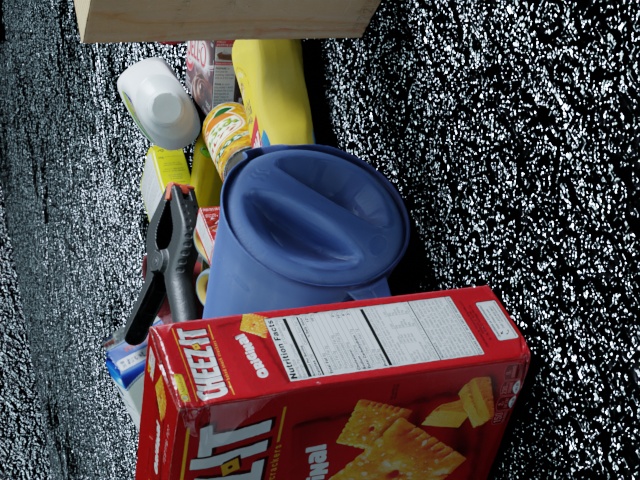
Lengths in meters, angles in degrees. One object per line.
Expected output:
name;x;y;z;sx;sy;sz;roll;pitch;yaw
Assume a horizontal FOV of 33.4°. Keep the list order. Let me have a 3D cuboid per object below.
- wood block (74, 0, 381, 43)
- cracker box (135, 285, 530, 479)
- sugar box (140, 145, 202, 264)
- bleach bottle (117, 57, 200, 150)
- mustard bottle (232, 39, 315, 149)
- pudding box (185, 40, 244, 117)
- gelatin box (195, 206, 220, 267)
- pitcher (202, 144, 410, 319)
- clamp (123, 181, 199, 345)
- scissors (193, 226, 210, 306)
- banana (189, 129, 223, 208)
wood block;-0.063;-0.199;0.735;0.090;0.205;0.091;123;137;-58
cracker box;0.003;0.119;0.638;0.072;0.213;0.164;-119;31;-45
sugar box;-0.171;-0.020;1.271;0.093;0.048;0.176;116;139;-53
bleach bottle;-0.166;-0.144;1.106;0.102;0.068;0.251;61;175;-10
mustard bottle;-0.030;-0.076;0.883;0.096;0.058;0.191;130;130;-74
pudding box;-0.106;-0.180;1.073;0.114;0.039;0.090;-129;39;-55
gelatin box;-0.056;0.001;0.926;0.073;0.089;0.030;-116;31;-42
pitcher;-0.023;0.061;0.803;0.243;0.145;0.149;109;177;-47
clamp;-0.156;0.030;1.066;0.120;0.039;0.171;-12;69;42
scissors;-0.056;0.059;0.954;0.202;0.016;0.096;44;131;32
banana;-0.125;-0.058;1.128;0.069;0.037;0.198;-58;-10;-36
